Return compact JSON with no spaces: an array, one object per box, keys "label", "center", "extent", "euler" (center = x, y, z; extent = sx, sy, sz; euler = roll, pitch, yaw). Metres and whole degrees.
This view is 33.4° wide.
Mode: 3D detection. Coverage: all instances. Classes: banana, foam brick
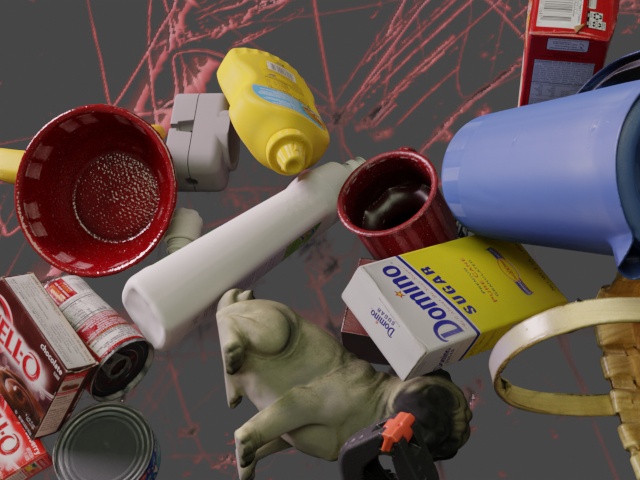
[{"label":"banana","center":[-0.255,-0.084,1.071],"extent":[0.198,0.037,0.069],"euler":[-2,60,7]},{"label":"foam brick","center":[0.053,0.062,0.928],"extent":[0.051,0.053,0.078],"euler":[9,61,13]}]

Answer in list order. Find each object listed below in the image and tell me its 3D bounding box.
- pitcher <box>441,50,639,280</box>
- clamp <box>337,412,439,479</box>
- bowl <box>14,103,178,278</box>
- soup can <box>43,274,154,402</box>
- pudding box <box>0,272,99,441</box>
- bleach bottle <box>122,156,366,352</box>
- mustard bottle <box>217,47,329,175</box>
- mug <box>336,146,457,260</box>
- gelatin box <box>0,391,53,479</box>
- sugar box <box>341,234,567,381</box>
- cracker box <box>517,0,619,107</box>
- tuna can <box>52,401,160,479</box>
[{"label":"pitcher","center":[0.204,-0.061,0.816],"extent":[0.149,0.243,0.145],"euler":[-20,100,-24]},{"label":"clamp","center":[0.038,0.191,0.796],"extent":[0.120,0.171,0.039],"euler":[14,35,22]},{"label":"bowl","center":[-0.203,-0.044,1.007],"extent":[0.162,0.055,0.162],"euler":[-1,86,12]},{"label":"soup can","center":[-0.205,0.084,0.941],"extent":[0.068,0.068,0.102],"euler":[-42,62,-17]},{"label":"pudding box","center":[-0.244,0.097,0.905],"extent":[0.113,0.090,0.039],"euler":[47,35,22]},{"label":"bleach bottle","center":[-0.056,0.001,0.966],"extent":[0.250,0.103,0.068],"euler":[-34,85,-22]},{"label":"mustard bottle","center":[-0.040,-0.113,0.990],"extent":[0.058,0.096,0.192],"euler":[-54,27,20]},{"label":"mug","center":[0.075,-0.029,0.954],"extent":[0.093,0.081,0.117],"euler":[-7,52,25]},{"label":"gelatin box","center":[-0.281,0.172,0.920],"extent":[0.073,0.030,0.089],"euler":[-30,60,-11]},{"label":"sugar box","center":[0.114,0.048,0.883],"extent":[0.175,0.048,0.093],"euler":[-13,56,-40]},{"label":"cracker box","center":[0.219,-0.172,0.954],"extent":[0.072,0.214,0.164],"euler":[7,60,10]},{"label":"tuna can","center":[-0.178,0.181,0.898],"extent":[0.086,0.034,0.086],"euler":[-4,58,6]}]
